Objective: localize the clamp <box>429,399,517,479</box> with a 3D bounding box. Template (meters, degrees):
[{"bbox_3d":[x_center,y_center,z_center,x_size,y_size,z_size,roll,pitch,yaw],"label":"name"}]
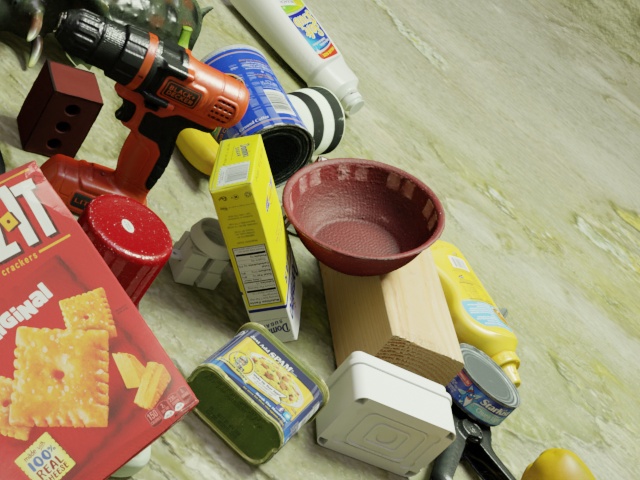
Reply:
[{"bbox_3d":[0.133,0.197,1.040,0.120,0.039,0.171,23,26,-36],"label":"clamp"}]

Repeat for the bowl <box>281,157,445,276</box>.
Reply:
[{"bbox_3d":[0.039,-0.014,1.053,0.162,0.055,0.162,6,38,-5],"label":"bowl"}]

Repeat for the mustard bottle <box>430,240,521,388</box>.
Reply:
[{"bbox_3d":[0.165,0.086,1.176,0.096,0.058,0.192,19,32,-47],"label":"mustard bottle"}]

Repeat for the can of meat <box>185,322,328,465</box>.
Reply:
[{"bbox_3d":[-0.055,0.130,0.907,0.102,0.058,0.083,42,32,7],"label":"can of meat"}]

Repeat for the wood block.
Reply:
[{"bbox_3d":[0.068,0.068,1.096,0.090,0.091,0.206,24,32,-24],"label":"wood block"}]

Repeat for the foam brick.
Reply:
[{"bbox_3d":[-0.252,-0.124,1.027,0.052,0.078,0.051,12,39,-35],"label":"foam brick"}]

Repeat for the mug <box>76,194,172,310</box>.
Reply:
[{"bbox_3d":[-0.173,0.012,0.917,0.093,0.082,0.117,42,29,7],"label":"mug"}]

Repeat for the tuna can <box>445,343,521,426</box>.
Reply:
[{"bbox_3d":[0.160,0.147,1.081,0.086,0.034,0.086,35,20,-15],"label":"tuna can"}]

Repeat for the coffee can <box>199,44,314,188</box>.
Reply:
[{"bbox_3d":[-0.081,-0.139,1.211,0.102,0.103,0.140,8,41,-42],"label":"coffee can"}]

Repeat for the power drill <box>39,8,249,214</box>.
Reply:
[{"bbox_3d":[-0.183,-0.105,0.963,0.184,0.188,0.057,24,34,-27],"label":"power drill"}]

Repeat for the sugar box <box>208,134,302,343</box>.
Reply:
[{"bbox_3d":[-0.056,0.001,0.991,0.093,0.048,0.176,-85,161,-56],"label":"sugar box"}]

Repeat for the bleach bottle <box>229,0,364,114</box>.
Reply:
[{"bbox_3d":[-0.020,-0.277,1.517,0.251,0.068,0.102,51,32,17],"label":"bleach bottle"}]

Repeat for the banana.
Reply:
[{"bbox_3d":[-0.145,-0.141,1.177,0.037,0.070,0.198,-4,62,-31],"label":"banana"}]

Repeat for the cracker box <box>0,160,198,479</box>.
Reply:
[{"bbox_3d":[-0.205,0.073,0.719,0.163,0.072,0.214,-35,92,-44],"label":"cracker box"}]
